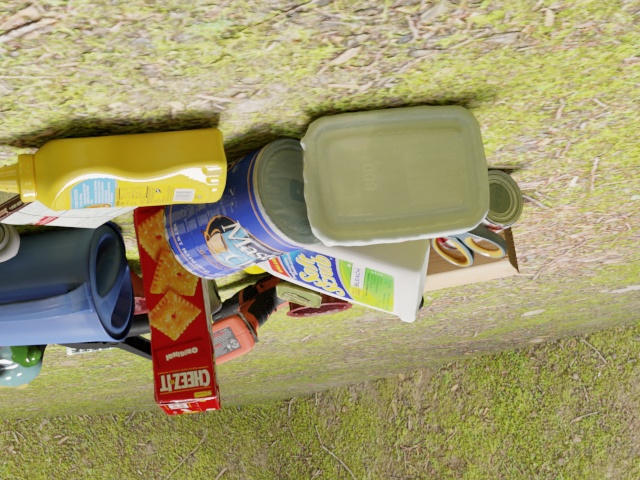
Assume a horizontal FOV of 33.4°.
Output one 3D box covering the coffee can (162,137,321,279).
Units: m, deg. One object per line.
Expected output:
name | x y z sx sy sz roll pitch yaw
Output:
coffee can | -0.068 -0.028 1.018 0.102 0.103 0.141 5 162 -45

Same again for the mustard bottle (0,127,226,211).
mustard bottle | -0.180 -0.058 0.916 0.191 0.058 0.096 -5 166 -13

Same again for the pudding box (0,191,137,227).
pudding box | -0.236 -0.042 1.001 0.113 0.039 0.090 2 164 -43

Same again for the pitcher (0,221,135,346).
pitcher | -0.339 0.059 1.178 0.243 0.145 0.149 -7 147 10

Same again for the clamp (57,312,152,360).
clamp | -0.273 0.125 1.422 0.209 0.036 0.165 2 152 -24

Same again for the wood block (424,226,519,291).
wood block | 0.136 0.012 1.347 0.206 0.091 0.090 -11 166 17

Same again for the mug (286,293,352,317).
mug | -0.006 0.061 1.493 0.093 0.081 0.117 -9 167 4

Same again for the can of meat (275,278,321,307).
can of meat | -0.017 0.032 1.326 0.057 0.084 0.102 14 168 2

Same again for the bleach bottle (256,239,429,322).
bleach bottle | -0.008 0.017 1.194 0.251 0.068 0.102 12 140 11

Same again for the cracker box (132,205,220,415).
cracker box | -0.158 0.080 1.184 0.072 0.214 0.164 -7 167 -5

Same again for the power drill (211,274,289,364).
power drill | -0.118 0.112 1.541 0.185 0.057 0.187 -27 -170 31

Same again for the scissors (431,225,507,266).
scissors | 0.138 -0.025 1.161 0.096 0.016 0.201 1 151 30

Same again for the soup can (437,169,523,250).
soup can | 0.176 -0.034 1.219 0.068 0.068 0.102 -1 165 -27
